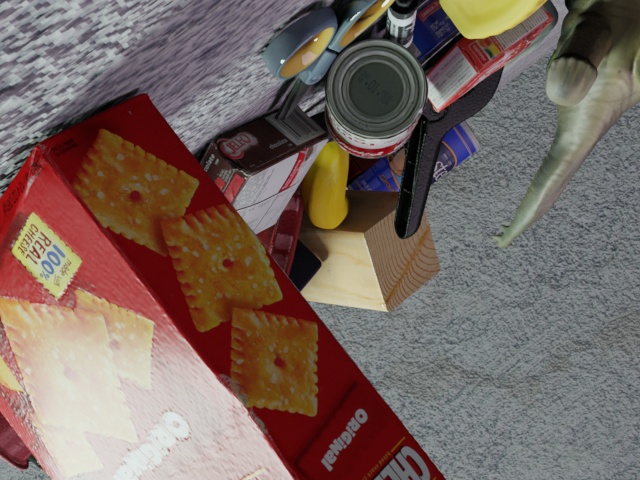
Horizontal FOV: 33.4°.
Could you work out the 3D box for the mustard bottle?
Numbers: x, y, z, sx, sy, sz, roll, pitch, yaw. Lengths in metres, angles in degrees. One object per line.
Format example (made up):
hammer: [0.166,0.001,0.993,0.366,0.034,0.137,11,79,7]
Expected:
mustard bottle: [0.164,-0.199,0.695,0.191,0.058,0.096,-36,177,-36]

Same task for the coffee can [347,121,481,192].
coffee can: [0.088,-0.098,1.158,0.140,0.103,0.103,-37,178,5]

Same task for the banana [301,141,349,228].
banana: [0.010,-0.048,0.944,0.069,0.037,0.198,-54,168,-20]

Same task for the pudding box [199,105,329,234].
pudding box: [-0.050,-0.037,0.719,0.113,0.039,0.090,-31,160,-55]

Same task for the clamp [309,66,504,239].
clamp: [0.086,-0.104,0.862,0.210,0.164,0.036,-44,-139,3]

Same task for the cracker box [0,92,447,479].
cracker box: [-0.070,0.069,0.476,0.072,0.214,0.164,-36,178,-44]

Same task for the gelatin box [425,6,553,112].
gelatin box: [0.117,-0.134,0.769,0.073,0.030,0.089,-36,178,-18]

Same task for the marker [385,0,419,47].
marker: [0.050,-0.139,0.665,0.020,0.020,0.121,-37,178,2]

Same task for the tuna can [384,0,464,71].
tuna can: [0.088,-0.155,0.760,0.086,0.034,0.086,-37,178,-1]

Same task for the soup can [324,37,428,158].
soup can: [0.036,-0.095,0.730,0.068,0.068,0.102,-37,178,-1]

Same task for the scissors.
scissors: [-0.015,-0.094,0.599,0.096,0.016,0.202,-34,177,-33]

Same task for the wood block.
wood block: [0.009,0.005,1.100,0.207,0.090,0.090,5,-149,45]
